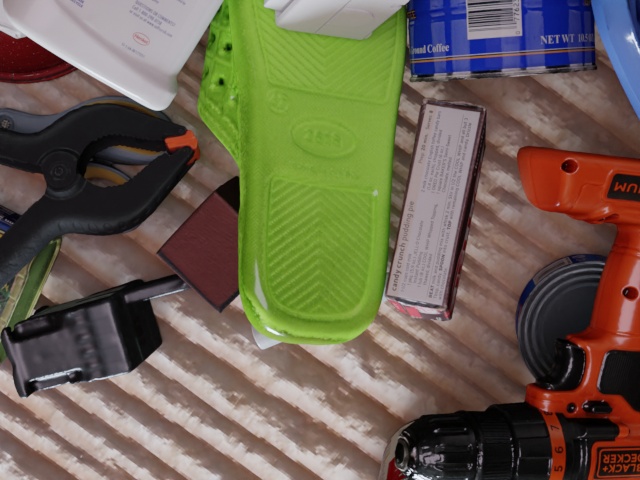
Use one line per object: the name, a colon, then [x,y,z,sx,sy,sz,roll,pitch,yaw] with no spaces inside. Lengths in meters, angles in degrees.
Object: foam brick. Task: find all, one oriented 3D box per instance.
foam brick: [-0.054,0.001,0.634,0.053,0.078,0.051,43,101,-4]

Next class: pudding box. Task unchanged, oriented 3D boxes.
pudding box: [0.066,-0.014,0.598,0.039,0.090,0.113,9,84,9]

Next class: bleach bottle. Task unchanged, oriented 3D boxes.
bleach bottle: [-0.052,-0.194,0.525,0.102,0.068,0.251,29,105,-29]

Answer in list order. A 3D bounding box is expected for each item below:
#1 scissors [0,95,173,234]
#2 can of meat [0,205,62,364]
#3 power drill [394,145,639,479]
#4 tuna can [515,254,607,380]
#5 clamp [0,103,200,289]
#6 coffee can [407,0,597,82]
scissors: [-0.189,-0.054,0.672,0.202,0.016,0.096,2,99,7]
can of meat: [-0.221,0.022,0.668,0.084,0.057,0.102,26,101,0]
power drill: [0.133,0.046,0.567,0.184,0.057,0.188,3,99,-21]
tuna can: [0.160,0.052,0.638,0.086,0.033,0.086,1,99,6]
clamp: [-0.160,-0.043,0.629,0.171,0.039,0.120,-24,88,-10]
coffee can: [0.095,-0.159,0.576,0.103,0.102,0.140,-3,99,7]
